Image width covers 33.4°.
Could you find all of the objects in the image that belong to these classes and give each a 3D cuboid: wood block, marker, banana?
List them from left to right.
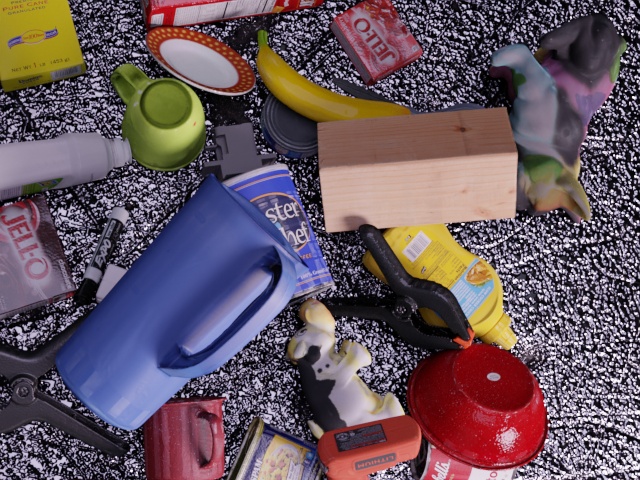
[{"bbox_3d":[-0.233,0.017,1.132,0.020,0.020,0.121,21,57,-6],"label":"marker"},{"bbox_3d":[0.005,-0.163,1.186,0.197,0.037,0.069,29,77,-5],"label":"banana"},{"bbox_3d":[0.103,-0.077,1.158,0.206,0.090,0.091,-4,41,3],"label":"wood block"}]

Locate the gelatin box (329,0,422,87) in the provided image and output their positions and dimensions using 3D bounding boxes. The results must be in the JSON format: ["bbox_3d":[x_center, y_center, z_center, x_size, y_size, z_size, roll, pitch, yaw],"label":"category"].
[{"bbox_3d":[0.065,-0.236,1.252,0.073,0.030,0.089,-31,86,-15],"label":"gelatin box"}]

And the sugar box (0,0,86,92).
[{"bbox_3d":[-0.325,-0.260,1.173,0.093,0.048,0.176,-15,84,-13],"label":"sugar box"}]

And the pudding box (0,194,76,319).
[{"bbox_3d":[-0.317,0.018,1.124,0.090,0.039,0.113,-19,84,-15],"label":"pudding box"}]

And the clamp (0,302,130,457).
[{"bbox_3d":[-0.296,0.159,1.095,0.210,0.036,0.164,-10,99,-5],"label":"clamp"}]

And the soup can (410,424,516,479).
[{"bbox_3d":[0.155,0.232,1.160,0.102,0.068,0.068,7,78,-10],"label":"soup can"}]

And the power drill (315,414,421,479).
[{"bbox_3d":[0.076,0.276,1.100,0.184,0.057,0.187,-12,111,-6],"label":"power drill"}]

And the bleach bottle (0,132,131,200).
[{"bbox_3d":[-0.326,-0.073,1.120,0.250,0.103,0.068,-11,88,-19],"label":"bleach bottle"}]

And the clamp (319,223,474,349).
[{"bbox_3d":[0.083,0.072,1.160,0.171,0.120,0.039,39,36,3],"label":"clamp"}]

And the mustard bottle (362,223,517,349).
[{"bbox_3d":[0.146,0.052,1.198,0.191,0.058,0.096,43,76,0],"label":"mustard bottle"}]

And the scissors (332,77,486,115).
[{"bbox_3d":[0.117,-0.152,1.225,0.201,0.096,0.016,39,36,-3],"label":"scissors"}]

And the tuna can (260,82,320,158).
[{"bbox_3d":[-0.025,-0.137,1.214,0.086,0.034,0.086,2,79,-11],"label":"tuna can"}]

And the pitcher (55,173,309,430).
[{"bbox_3d":[-0.132,0.068,1.021,0.145,0.149,0.243,44,91,5],"label":"pitcher"}]

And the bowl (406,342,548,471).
[{"bbox_3d":[0.177,0.164,1.144,0.162,0.055,0.162,9,44,-9],"label":"bowl"}]

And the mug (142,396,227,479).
[{"bbox_3d":[-0.133,0.203,1.089,0.093,0.117,0.081,1,83,-40],"label":"mug"}]

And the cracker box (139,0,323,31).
[{"bbox_3d":[-0.110,-0.340,1.217,0.213,0.072,0.164,-12,82,-14],"label":"cracker box"}]

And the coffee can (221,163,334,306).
[{"bbox_3d":[-0.058,0.001,1.145,0.102,0.103,0.140,-21,84,-14],"label":"coffee can"}]

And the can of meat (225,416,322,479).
[{"bbox_3d":[-0.049,0.249,1.123,0.084,0.057,0.102,25,76,-8],"label":"can of meat"}]
